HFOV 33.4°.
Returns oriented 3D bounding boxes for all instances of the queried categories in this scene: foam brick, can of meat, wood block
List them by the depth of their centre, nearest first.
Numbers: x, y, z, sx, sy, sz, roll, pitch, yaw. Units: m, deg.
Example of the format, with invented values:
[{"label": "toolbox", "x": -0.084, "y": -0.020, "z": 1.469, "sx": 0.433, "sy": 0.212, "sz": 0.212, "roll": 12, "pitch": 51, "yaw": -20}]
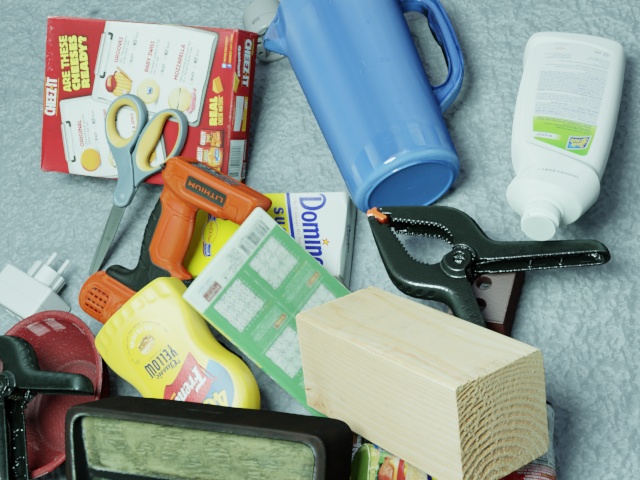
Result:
[{"label": "wood block", "x": 0.077, "y": 0.113, "z": 0.865, "sx": 0.090, "sy": 0.091, "sz": 0.206, "roll": -19, "pitch": 21, "yaw": -30}, {"label": "can of meat", "x": 0.068, "y": 0.220, "z": 0.869, "sx": 0.083, "sy": 0.058, "sz": 0.102, "roll": 12, "pitch": 62, "yaw": -14}, {"label": "foam brick", "x": 0.151, "y": 0.049, "z": 0.965, "sx": 0.053, "sy": 0.051, "sz": 0.078, "roll": 9, "pitch": 65, "yaw": 20}]

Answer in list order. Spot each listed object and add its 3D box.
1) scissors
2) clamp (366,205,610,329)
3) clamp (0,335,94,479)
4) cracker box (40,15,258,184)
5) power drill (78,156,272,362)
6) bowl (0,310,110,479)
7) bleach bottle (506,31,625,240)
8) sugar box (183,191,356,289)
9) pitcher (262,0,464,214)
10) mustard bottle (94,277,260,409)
[{"label": "scissors", "x": -0.210, "y": -0.063, "z": 1.085, "sx": 0.096, "sy": 0.016, "sz": 0.202, "roll": 43, "pitch": 108, "yaw": 10}, {"label": "clamp", "x": 0.122, "y": 0.033, "z": 0.927, "sx": 0.210, "sy": 0.036, "sz": 0.164, "roll": 24, "pitch": 65, "yaw": 26}, {"label": "clamp", "x": -0.280, "y": 0.147, "z": 0.965, "sx": 0.172, "sy": 0.039, "sz": 0.120, "roll": 25, "pitch": 79, "yaw": 43}, {"label": "cracker box", "x": -0.178, "y": -0.144, "z": 1.111, "sx": 0.214, "sy": 0.072, "sz": 0.164, "roll": 7, "pitch": 98, "yaw": 17}, {"label": "power drill", "x": -0.119, "y": 0.030, "z": 1.001, "sx": 0.184, "sy": 0.057, "sz": 0.188, "roll": 29, "pitch": 99, "yaw": 11}, {"label": "bowl", "x": -0.253, "y": 0.150, "z": 1.006, "sx": 0.162, "sy": 0.055, "sz": 0.162, "roll": -13, "pitch": 64, "yaw": 27}, {"label": "bleach bottle", "x": 0.214, "y": -0.095, "z": 0.975, "sx": 0.103, "sy": 0.068, "sz": 0.250, "roll": 9, "pitch": 46, "yaw": 18}, {"label": "sugar box", "x": -0.057, "y": 0.001, "z": 1.053, "sx": 0.176, "sy": 0.048, "sz": 0.093, "roll": -2, "pitch": 64, "yaw": 16}, {"label": "pitcher", "x": 0.059, "y": -0.151, "z": 1.063, "sx": 0.149, "sy": 0.144, "sz": 0.243, "roll": -40, "pitch": 56, "yaw": 32}, {"label": "mustard bottle", "x": -0.109, "y": 0.131, "z": 0.936, "sx": 0.096, "sy": 0.058, "sz": 0.192, "roll": -43, "pitch": 76, "yaw": 11}]
